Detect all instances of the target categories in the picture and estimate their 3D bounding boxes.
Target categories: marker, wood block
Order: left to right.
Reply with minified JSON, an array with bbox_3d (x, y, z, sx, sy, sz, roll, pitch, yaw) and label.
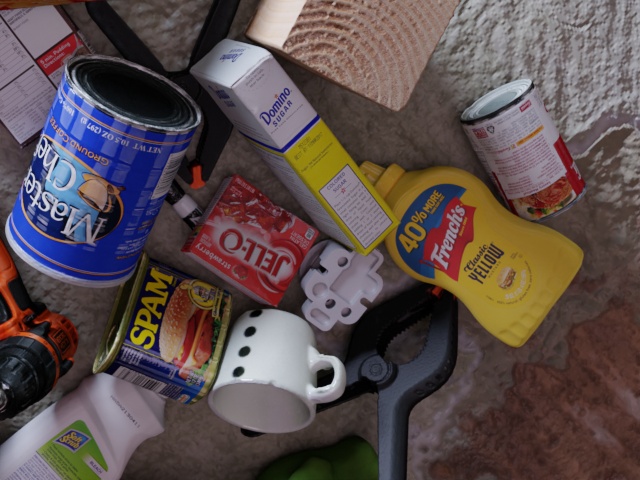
[{"bbox_3d":[-0.094,-0.010,0.870,0.020,0.020,0.121,-41,107,1],"label":"marker"},{"bbox_3d":[0.015,-0.160,0.759,0.090,0.206,0.091,26,97,-15],"label":"wood block"}]

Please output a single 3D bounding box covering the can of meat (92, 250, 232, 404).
[{"bbox_3d":[-0.122,0.071,0.845,0.083,0.058,0.102,25,54,-17],"label":"can of meat"}]

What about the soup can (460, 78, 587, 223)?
[{"bbox_3d":[0.167,-0.073,0.879,0.068,0.068,0.102,-32,106,-2],"label":"soup can"}]

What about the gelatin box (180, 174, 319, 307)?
[{"bbox_3d":[-0.055,0.001,0.858,0.089,0.030,0.073,35,76,-19],"label":"gelatin box"}]

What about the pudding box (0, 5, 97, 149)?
[{"bbox_3d":[-0.225,-0.140,0.807,0.090,0.039,0.113,-36,104,1],"label":"pudding box"}]

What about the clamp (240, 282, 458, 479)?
[{"bbox_3d":[0.055,0.123,0.875,0.210,0.165,0.036,-46,144,-13],"label":"clamp"}]

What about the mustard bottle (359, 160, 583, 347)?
[{"bbox_3d":[0.110,-0.005,0.868,0.192,0.058,0.096,35,107,9],"label":"mustard bottle"}]

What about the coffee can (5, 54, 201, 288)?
[{"bbox_3d":[-0.161,-0.050,0.785,0.102,0.103,0.140,21,117,-14],"label":"coffee can"}]

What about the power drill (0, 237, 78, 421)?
[{"bbox_3d":[-0.249,0.033,0.777,0.057,0.184,0.187,-27,97,0],"label":"power drill"}]

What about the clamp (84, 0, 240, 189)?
[{"bbox_3d":[-0.101,-0.129,0.832,0.120,0.039,0.171,-17,111,-2],"label":"clamp"}]

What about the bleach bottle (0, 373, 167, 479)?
[{"bbox_3d":[-0.212,0.193,0.874,0.251,0.068,0.102,-40,109,-3],"label":"bleach bottle"}]

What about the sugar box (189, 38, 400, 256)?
[{"bbox_3d":[-0.018,-0.072,0.814,0.048,0.093,0.176,-42,119,-9],"label":"sugar box"}]
